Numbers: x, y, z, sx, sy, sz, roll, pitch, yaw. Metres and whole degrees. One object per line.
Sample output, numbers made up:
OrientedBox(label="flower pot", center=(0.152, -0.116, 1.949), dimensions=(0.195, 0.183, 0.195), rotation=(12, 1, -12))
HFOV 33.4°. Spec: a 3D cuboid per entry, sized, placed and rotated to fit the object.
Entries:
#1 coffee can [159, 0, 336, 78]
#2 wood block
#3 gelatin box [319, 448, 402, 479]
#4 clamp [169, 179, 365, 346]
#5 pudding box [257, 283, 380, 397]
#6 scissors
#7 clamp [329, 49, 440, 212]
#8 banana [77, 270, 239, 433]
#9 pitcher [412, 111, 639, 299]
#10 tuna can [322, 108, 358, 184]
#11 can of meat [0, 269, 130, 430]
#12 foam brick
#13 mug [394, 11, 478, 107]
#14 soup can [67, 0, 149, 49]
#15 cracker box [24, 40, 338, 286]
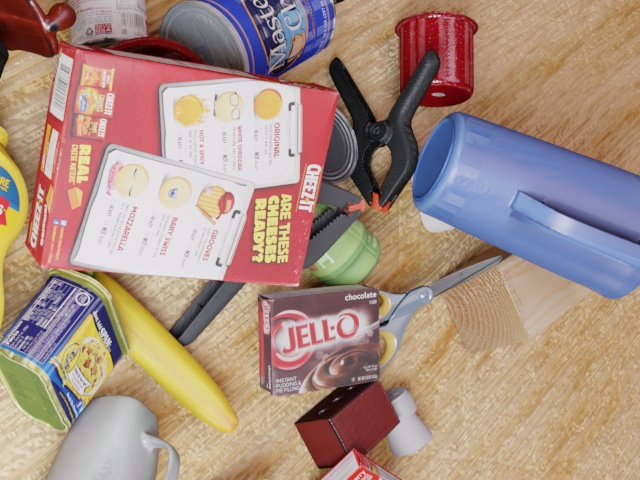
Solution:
OrientedBox(label="coffee can", center=(-0.066, -0.196, 1.002), dimensions=(0.140, 0.103, 0.103), rotation=(-38, 103, -41))
OrientedBox(label="wood block", center=(0.239, 0.040, 1.204), dimensions=(0.205, 0.091, 0.090), rotation=(-27, 94, -43))
OrientedBox(label="gelatin box", center=(0.028, 0.240, 0.965), dimensions=(0.073, 0.089, 0.030), rotation=(38, 13, -28))
OrientedBox(label="clamp", center=(-0.056, 0.001, 0.937), dimensions=(0.209, 0.036, 0.164), rotation=(-10, 110, -28))
OrientedBox(label="pudding box", center=(-0.001, 0.089, 0.982), dimensions=(0.113, 0.039, 0.090), rotation=(-6, 101, -27))
OrientedBox(label="scissors", center=(0.098, 0.076, 1.072), dimensions=(0.201, 0.016, 0.096), rotation=(-8, 95, -18))
OrientedBox(label="clamp", center=(0.055, -0.117, 1.105), dimensions=(0.039, 0.120, 0.171), rotation=(15, 85, -59))
OrientedBox(label="banana", center=(-0.142, 0.087, 0.878), dimensions=(0.037, 0.070, 0.197), rotation=(-42, 116, -1))
OrientedBox(label="pitcher", center=(0.223, -0.037, 1.078), dimensions=(0.242, 0.149, 0.145), rotation=(20, 60, -13))
OrientedBox(label="tuna can", center=(-0.005, -0.095, 1.071), dimensions=(0.086, 0.034, 0.086), rotation=(14, 68, -38))
OrientedBox(label="can of meat", center=(-0.197, 0.084, 0.810), dimensions=(0.083, 0.057, 0.102), rotation=(-58, 157, -33))
OrientedBox(label="foam brick", center=(0.026, 0.171, 1.004), dimensions=(0.078, 0.053, 0.051), rotation=(-34, 100, -42))
OrientedBox(label="mug", center=(0.131, -0.195, 1.195), dimensions=(0.117, 0.093, 0.081), rotation=(40, 49, -72))
OrientedBox(label="soup can", center=(-0.185, -0.207, 0.926), dimensions=(0.068, 0.069, 0.102), rotation=(1, 76, -41))
OrientedBox(label="cracker box", center=(-0.108, -0.056, 0.830), dimensions=(0.213, 0.072, 0.164), rotation=(5, 105, -29))
